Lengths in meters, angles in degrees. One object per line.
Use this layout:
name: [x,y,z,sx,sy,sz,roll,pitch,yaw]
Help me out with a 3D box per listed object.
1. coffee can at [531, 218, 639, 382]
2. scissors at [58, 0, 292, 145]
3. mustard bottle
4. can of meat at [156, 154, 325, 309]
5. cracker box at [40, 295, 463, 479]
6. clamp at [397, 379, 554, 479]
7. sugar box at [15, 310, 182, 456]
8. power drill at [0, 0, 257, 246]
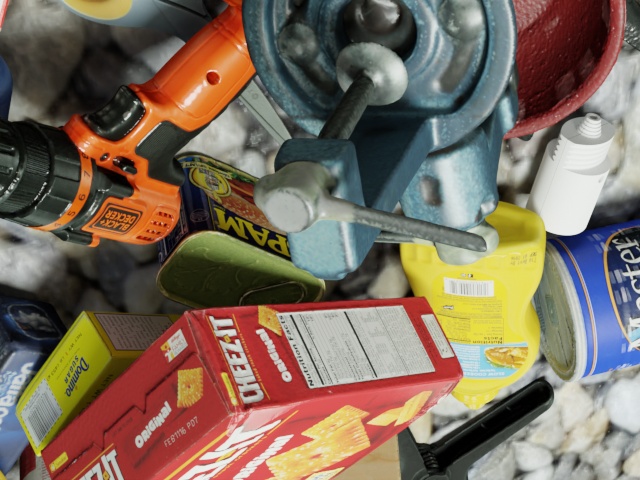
coffee can: [0.229,0.035,0.758,0.140,0.103,0.103,-12,133,-5]
scissors: [-0.085,-0.111,0.602,0.096,0.016,0.201,-17,134,3]
mustard bottle: [0.110,0.057,0.770,0.096,0.058,0.191,3,134,12]
can of meat: [-0.054,0.001,0.663,0.102,0.084,0.058,24,121,-31]
cracker box: [-0.036,0.108,0.661,0.213,0.072,0.164,0,145,-49]
clamp: [0.101,0.189,0.905,0.164,0.036,0.210,0,127,-15]
sugar box: [-0.105,0.094,0.712,0.175,0.048,0.093,9,127,-51]
power drill: [-0.088,-0.079,0.529,0.188,0.057,0.184,-46,160,11]
